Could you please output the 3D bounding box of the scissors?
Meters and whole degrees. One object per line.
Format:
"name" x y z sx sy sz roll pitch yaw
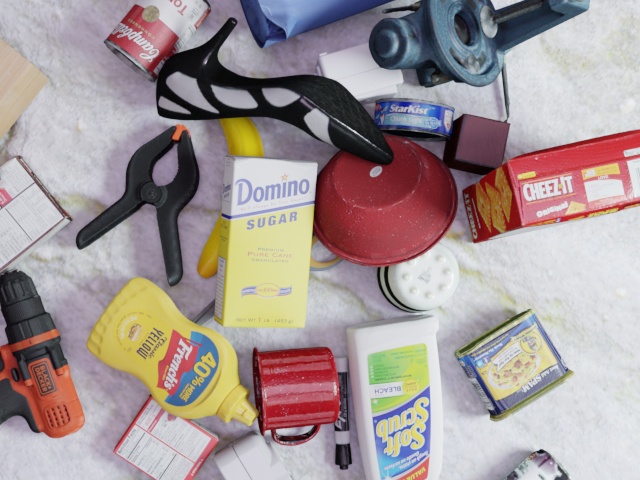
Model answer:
"scissors" -0.046 0.039 1.159 0.096 0.016 0.202 35 86 -2

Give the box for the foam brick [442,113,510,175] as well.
"foam brick" 0.166 -0.102 1.148 0.051 0.078 0.053 11 89 -4

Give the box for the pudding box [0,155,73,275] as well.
"pudding box" -0.336 -0.023 1.132 0.113 0.039 0.090 -39 91 -2

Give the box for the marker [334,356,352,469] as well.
"marker" 0.023 0.187 1.157 0.020 0.020 0.121 -2 88 -4

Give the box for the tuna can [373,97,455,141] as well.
"tuna can" 0.099 -0.128 1.140 0.086 0.086 0.034 6 89 -4

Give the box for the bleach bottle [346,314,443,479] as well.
"bleach bottle" 0.092 0.210 1.140 0.102 0.068 0.251 -9 91 -4

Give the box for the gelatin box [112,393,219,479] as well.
"gelatin box" -0.164 0.217 1.138 0.089 0.030 0.073 34 87 -2

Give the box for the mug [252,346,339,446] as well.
"mug" -0.026 0.166 1.125 0.081 0.093 0.117 -4 112 -9

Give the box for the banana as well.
"banana" -0.094 -0.057 1.152 0.070 0.037 0.198 0 84 25

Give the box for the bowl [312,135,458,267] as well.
"bowl" 0.062 -0.055 1.113 0.162 0.055 0.162 -5 57 8

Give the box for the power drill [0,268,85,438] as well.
"power drill" -0.359 0.141 1.114 0.187 0.057 0.184 -20 89 -4

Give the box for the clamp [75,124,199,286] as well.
"clamp" -0.189 -0.045 1.143 0.120 0.039 0.171 14 83 -4

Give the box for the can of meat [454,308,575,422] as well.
"can of meat" 0.207 0.133 1.152 0.102 0.057 0.084 -31 88 -5

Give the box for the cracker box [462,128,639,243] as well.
"cracker box" 0.247 -0.053 1.082 0.164 0.214 0.072 -12 87 -5

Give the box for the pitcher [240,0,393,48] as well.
"pitcher" 0.024 -0.307 1.129 0.242 0.145 0.149 -18 101 -8

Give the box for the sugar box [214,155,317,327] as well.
"sugar box" -0.057 0.001 1.116 0.093 0.048 0.176 2 99 -20

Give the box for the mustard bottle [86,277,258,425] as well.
"mustard bottle" -0.144 0.128 1.107 0.192 0.058 0.096 35 87 12

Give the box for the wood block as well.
"wood block" -0.388 -0.122 1.107 0.091 0.090 0.206 38 87 -2

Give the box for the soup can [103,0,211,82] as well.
"soup can" -0.172 -0.229 1.135 0.068 0.068 0.102 38 85 -2
